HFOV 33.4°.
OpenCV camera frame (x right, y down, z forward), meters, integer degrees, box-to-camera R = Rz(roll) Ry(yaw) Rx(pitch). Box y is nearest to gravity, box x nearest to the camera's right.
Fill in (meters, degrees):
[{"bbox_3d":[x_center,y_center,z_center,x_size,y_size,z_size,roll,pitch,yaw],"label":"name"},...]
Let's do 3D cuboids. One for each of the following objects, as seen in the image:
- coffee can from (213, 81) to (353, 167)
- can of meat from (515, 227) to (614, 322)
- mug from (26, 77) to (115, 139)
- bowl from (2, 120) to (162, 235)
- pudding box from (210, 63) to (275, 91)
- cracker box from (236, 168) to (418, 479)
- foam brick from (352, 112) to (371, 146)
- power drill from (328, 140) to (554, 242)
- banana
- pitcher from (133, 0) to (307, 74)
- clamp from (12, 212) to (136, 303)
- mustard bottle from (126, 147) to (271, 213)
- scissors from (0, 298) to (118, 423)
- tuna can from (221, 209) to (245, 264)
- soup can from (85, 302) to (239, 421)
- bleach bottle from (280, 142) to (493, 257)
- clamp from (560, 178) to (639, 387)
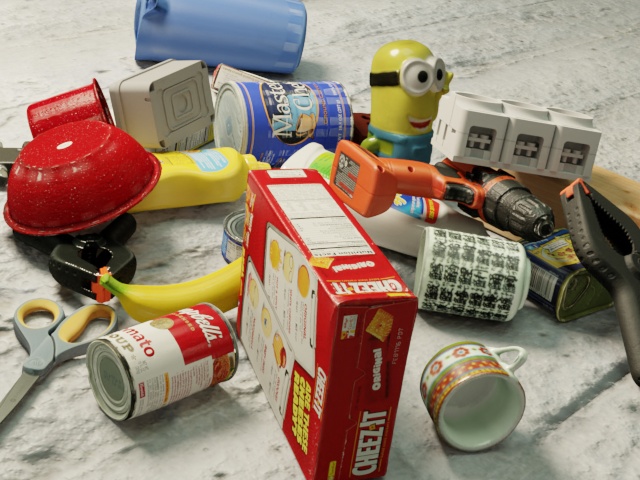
[{"bbox_3d":[-0.045,-0.138,1.269,0.140,0.103,0.103,-4,30,-24],"label":"coffee can"},{"bbox_3d":[0.248,0.032,1.087,0.101,0.057,0.084,-13,33,-35],"label":"can of meat"},{"bbox_3d":[-0.270,-0.120,1.183,0.081,0.093,0.117,-19,-10,-4],"label":"mug"},{"bbox_3d":[-0.239,-0.071,1.034,0.162,0.055,0.162,-11,33,7],"label":"bowl"},{"bbox_3d":[-0.085,-0.193,1.378,0.113,0.039,0.090,18,7,-9],"label":"pudding box"},{"bbox_3d":[-0.003,0.060,0.842,0.072,0.164,0.214,-5,30,-20],"label":"cracker box"},{"bbox_3d":[0.060,-0.121,1.324,0.053,0.051,0.078,0,29,-18],"label":"foam brick"},{"bbox_3d":[0.116,-0.047,1.051,0.187,0.057,0.185,6,16,-26],"label":"power drill"},{"bbox_3d":[-0.091,0.035,0.945,0.197,0.069,0.037,-18,42,-12],"label":"banana"},{"bbox_3d":[-0.149,-0.311,1.555,0.242,0.145,0.149,7,40,-11],"label":"pitcher"},{"bbox_3d":[-0.210,0.010,1.007,0.120,0.039,0.172,-13,30,-27],"label":"clamp"},{"bbox_3d":[-0.142,-0.068,1.155,0.191,0.058,0.096,-7,22,-28],"label":"mustard bottle"},{"bbox_3d":[-0.242,0.095,0.864,0.096,0.016,0.201,18,28,20],"label":"scissors"},{"bbox_3d":[-0.057,0.001,1.076,0.086,0.034,0.086,7,28,-4],"label":"tuna can"},{"bbox_3d":[-0.125,0.095,0.844,0.102,0.068,0.069,-17,38,-39],"label":"soup can"},{"bbox_3d":[0.080,-0.028,1.146,0.251,0.068,0.102,21,29,16],"label":"bleach bottle"},{"bbox_3d":[0.306,0.032,1.033,0.164,0.036,0.210,-11,68,-42],"label":"clamp"}]
